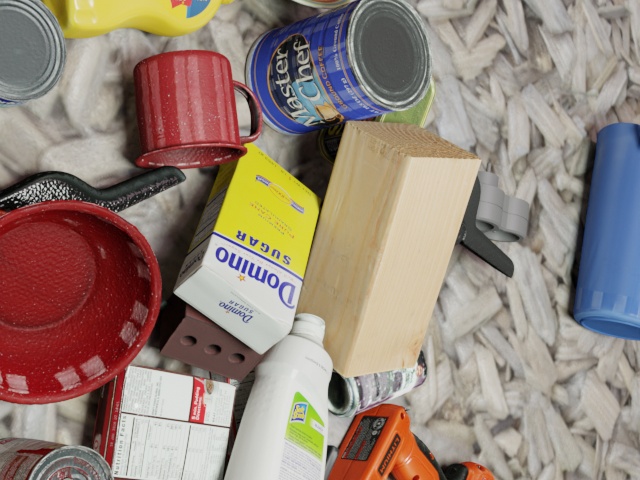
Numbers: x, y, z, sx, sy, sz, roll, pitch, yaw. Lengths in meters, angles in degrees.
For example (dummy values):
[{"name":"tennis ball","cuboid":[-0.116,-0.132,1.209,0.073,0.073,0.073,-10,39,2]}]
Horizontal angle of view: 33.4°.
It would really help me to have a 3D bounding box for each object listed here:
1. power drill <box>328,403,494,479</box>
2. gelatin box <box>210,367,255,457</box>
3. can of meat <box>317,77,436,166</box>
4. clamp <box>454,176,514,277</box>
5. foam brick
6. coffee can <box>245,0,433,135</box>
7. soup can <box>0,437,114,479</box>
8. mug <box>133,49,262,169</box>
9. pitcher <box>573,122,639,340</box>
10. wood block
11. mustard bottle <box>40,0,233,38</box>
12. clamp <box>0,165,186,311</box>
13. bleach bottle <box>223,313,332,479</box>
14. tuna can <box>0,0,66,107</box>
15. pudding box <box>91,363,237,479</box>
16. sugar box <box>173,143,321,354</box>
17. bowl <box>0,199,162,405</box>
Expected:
[{"name":"power drill","cuboid":[0.084,0.262,1.030,0.187,0.057,0.184,49,54,-30]},{"name":"gelatin box","cuboid":[-0.057,0.139,0.936,0.073,0.030,0.089,-7,88,-41]},{"name":"can of meat","cuboid":[0.055,-0.120,1.023,0.057,0.084,0.102,36,64,-33]},{"name":"clamp","cuboid":[0.130,-0.010,1.055,0.164,0.036,0.210,-25,125,-31]},{"name":"foam brick","cuboid":[-0.087,0.071,0.879,0.078,0.053,0.051,22,41,-20]},{"name":"coffee can","cuboid":[0.015,-0.155,0.954,0.102,0.141,0.103,5,82,-41]},{"name":"soup can","cuboid":[-0.201,0.176,0.759,0.068,0.102,0.068,5,82,-41]},{"name":"mug","cuboid":[-0.100,-0.108,0.883,0.117,0.093,0.081,-3,83,-31]},{"name":"pitcher","cuboid":[0.378,-0.007,1.274,0.149,0.145,0.243,21,76,-25]},{"name":"wood block","cuboid":[0.054,0.006,0.948,0.090,0.090,0.206,-3,117,-41]},{"name":"mustard bottle","cuboid":[-0.137,-0.217,0.884,0.191,0.058,0.096,-10,88,-41]},{"name":"clamp","cuboid":[-0.183,0.000,0.836,0.171,0.039,0.120,-1,87,-33]},{"name":"bleach bottle","cuboid":[-0.031,0.183,0.884,0.102,0.068,0.250,46,48,-47]},{"name":"tuna can","cuboid":[-0.238,-0.144,0.805,0.085,0.034,0.086,5,82,-41]},{"name":"pudding box","cuboid":[-0.124,0.149,0.850,0.113,0.039,0.090,17,75,-38]},{"name":"sugar box","cuboid":[-0.055,0.001,0.887,0.093,0.048,0.176,37,33,-20]},{"name":"bowl","cuboid":[-0.201,0.037,0.780,0.161,0.055,0.162,-12,117,-24]}]
